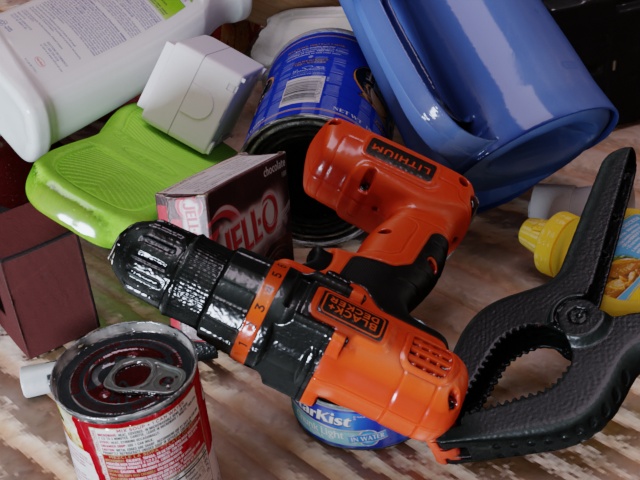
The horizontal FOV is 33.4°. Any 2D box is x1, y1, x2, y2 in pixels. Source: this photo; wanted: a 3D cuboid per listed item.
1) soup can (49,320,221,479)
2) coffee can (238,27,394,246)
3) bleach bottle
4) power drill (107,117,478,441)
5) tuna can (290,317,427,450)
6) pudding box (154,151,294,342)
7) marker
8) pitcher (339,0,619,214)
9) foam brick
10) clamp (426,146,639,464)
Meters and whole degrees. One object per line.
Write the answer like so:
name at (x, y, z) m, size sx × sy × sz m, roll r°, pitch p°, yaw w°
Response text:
soup can at (-0.085, 0.099, 0.513) m, size 0.068 × 0.102 × 0.068 m, roll -5°, pitch 34°, yaw 3°
coffee can at (0.002, -0.077, 0.761) m, size 0.103 × 0.103 × 0.140 m, roll -1°, pitch 34°, yaw 9°
bleach bottle at (-0.134, -0.156, 0.790) m, size 0.250 × 0.068 × 0.103 m, roll -32°, pitch 71°, yaw -31°
power drill at (0.002, 0.006, 0.569) m, size 0.184 × 0.057 × 0.187 m, roll 27°, pitch 38°, yaw 1°
tuna can at (0.024, 0.076, 0.591) m, size 0.086 × 0.034 × 0.086 m, roll -4°, pitch 34°, yaw 3°
pudding box at (-0.054, 0.001, 0.645) m, size 0.039 × 0.090 × 0.113 m, roll 3°, pitch 18°, yaw 20°
marker at (-0.116, 0.072, 0.634) m, size 0.121 × 0.020 × 0.020 m, roll -11°, pitch 34°, yaw -7°
pitcher at (0.080, -0.146, 0.715) m, size 0.145 × 0.149 × 0.243 m, roll -23°, pitch 73°, yaw -10°
foam brick at (-0.177, 0.023, 0.666) m, size 0.051 × 0.078 × 0.053 m, roll -25°, pitch 40°, yaw -27°
clamp at (0.147, 0.050, 0.550) m, size 0.210 × 0.036 × 0.165 m, roll -41°, pitch 45°, yaw -11°
